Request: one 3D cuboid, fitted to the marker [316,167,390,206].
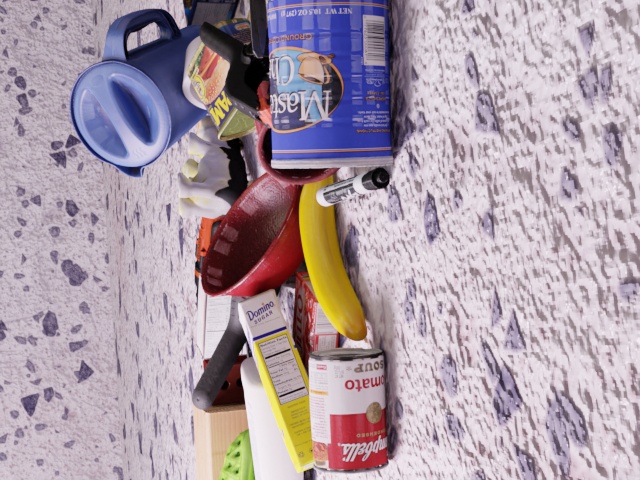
[{"bbox_3d":[0.029,-0.048,0.956,0.121,0.020,0.020,166,100,-65],"label":"marker"}]

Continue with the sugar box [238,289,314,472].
[{"bbox_3d":[-0.036,0.146,1.092,0.093,0.048,0.176,100,147,-73],"label":"sugar box"}]

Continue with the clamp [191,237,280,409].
[{"bbox_3d":[-0.079,0.088,1.246,0.164,0.036,0.210,-4,-67,-71],"label":"clamp"}]

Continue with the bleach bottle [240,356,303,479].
[{"bbox_3d":[-0.048,0.263,1.213,0.102,0.068,0.251,-123,29,-74],"label":"bleach bottle"}]

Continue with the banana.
[{"bbox_3d":[0.008,0.012,1.028,0.070,0.037,0.198,121,142,-61],"label":"banana"}]

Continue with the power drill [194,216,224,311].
[{"bbox_3d":[-0.135,0.062,1.456,0.188,0.057,0.184,-122,33,-57],"label":"power drill"}]

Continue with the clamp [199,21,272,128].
[{"bbox_3d":[-0.062,-0.167,0.983,0.039,0.120,0.171,44,-145,-41],"label":"clamp"}]

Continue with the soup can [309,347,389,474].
[{"bbox_3d":[0.025,0.149,0.948,0.069,0.068,0.102,180,88,-73],"label":"soup can"}]

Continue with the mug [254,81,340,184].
[{"bbox_3d":[-0.016,-0.123,1.006,0.117,0.093,0.081,-60,29,31],"label":"mug"}]

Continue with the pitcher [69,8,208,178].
[{"bbox_3d":[-0.195,-0.199,1.326,0.149,0.145,0.242,-45,4,32],"label":"pitcher"}]

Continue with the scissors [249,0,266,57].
[{"bbox_3d":[-0.073,-0.241,0.963,0.016,0.096,0.201,-51,16,40],"label":"scissors"}]

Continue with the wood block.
[{"bbox_3d":[-0.106,0.309,1.357,0.090,0.090,0.206,-173,80,-72],"label":"wood block"}]

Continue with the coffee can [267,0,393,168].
[{"bbox_3d":[0.008,-0.132,0.890,0.103,0.102,0.140,-164,72,-72],"label":"coffee can"}]

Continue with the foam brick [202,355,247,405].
[{"bbox_3d":[-0.107,0.174,1.357,0.051,0.078,0.053,-154,60,-70],"label":"foam brick"}]

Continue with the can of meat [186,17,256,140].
[{"bbox_3d":[-0.087,-0.165,1.089,0.084,0.057,0.102,61,145,12],"label":"can of meat"}]

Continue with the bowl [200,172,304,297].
[{"bbox_3d":[-0.057,0.001,1.133,0.162,0.055,0.162,-41,29,29],"label":"bowl"}]

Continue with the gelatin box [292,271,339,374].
[{"bbox_3d":[-0.006,0.086,1.097,0.073,0.030,0.089,-127,38,-61],"label":"gelatin box"}]

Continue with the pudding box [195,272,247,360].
[{"bbox_3d":[-0.104,0.089,1.312,0.039,0.090,0.113,-121,31,-55],"label":"pudding box"}]
